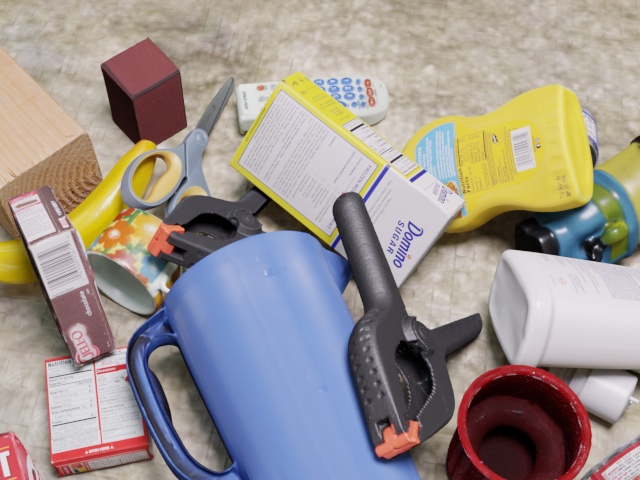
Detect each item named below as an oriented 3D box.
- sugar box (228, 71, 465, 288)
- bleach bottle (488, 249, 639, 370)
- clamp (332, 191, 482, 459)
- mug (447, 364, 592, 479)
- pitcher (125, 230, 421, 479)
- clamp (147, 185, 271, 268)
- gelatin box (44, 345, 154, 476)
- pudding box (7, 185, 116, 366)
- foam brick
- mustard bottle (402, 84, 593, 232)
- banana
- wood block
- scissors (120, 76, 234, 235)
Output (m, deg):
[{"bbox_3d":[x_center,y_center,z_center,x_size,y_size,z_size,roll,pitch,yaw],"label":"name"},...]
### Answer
[{"bbox_3d":[0.020,-0.047,0.866,0.176,0.093,0.048,39,31,6],"label":"sugar box"},{"bbox_3d":[0.261,0.061,0.808,0.250,0.068,0.102,6,27,-9],"label":"bleach bottle"},{"bbox_3d":[0.053,0.064,0.755,0.164,0.036,0.209,46,29,-15],"label":"clamp"},{"bbox_3d":[0.143,0.156,0.756,0.093,0.081,0.117,-32,66,-22],"label":"mug"},{"bbox_3d":[-0.023,0.127,0.755,0.149,0.144,0.243,-39,59,23],"label":"pitcher"},{"bbox_3d":[-0.056,0.001,0.853,0.120,0.039,0.171,42,36,25],"label":"clamp"},{"bbox_3d":[-0.168,0.127,0.811,0.073,0.030,0.089,-10,57,-5],"label":"gelatin box"},{"bbox_3d":[-0.197,0.026,0.813,0.039,0.113,0.090,-21,32,-17],"label":"pudding box"},{"bbox_3d":[-0.156,-0.129,0.952,0.051,0.078,0.053,-34,65,-21],"label":"foam brick"},{"bbox_3d":[0.122,-0.057,0.874,0.192,0.058,0.096,-13,80,34],"label":"mustard bottle"},{"bbox_3d":[-0.207,-0.015,0.883,0.037,0.069,0.197,26,46,38],"label":"banana"},{"bbox_3d":[-0.289,-0.104,0.929,0.090,0.090,0.206,-37,64,-21],"label":"wood block"},{"bbox_3d":[-0.102,-0.069,0.941,0.096,0.016,0.201,55,40,-10],"label":"scissors"}]
